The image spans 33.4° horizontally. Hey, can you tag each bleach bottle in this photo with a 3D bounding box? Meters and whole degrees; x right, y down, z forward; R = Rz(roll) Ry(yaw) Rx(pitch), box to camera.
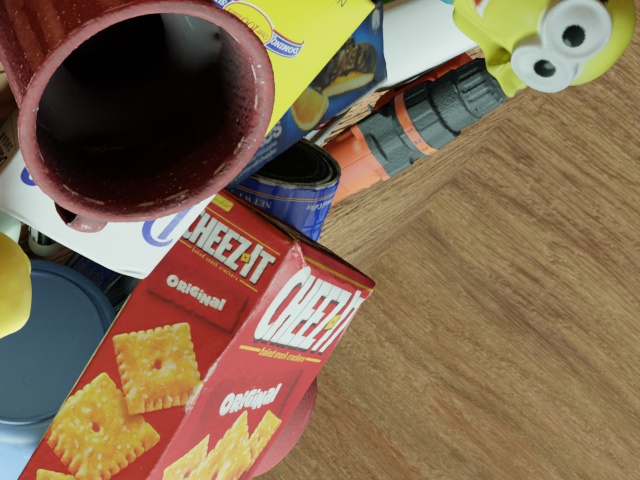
[{"bbox_3d":[0.132,-0.179,0.754,0.251,0.068,0.102,-17,-167,45],"label":"bleach bottle"}]

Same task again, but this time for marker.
[{"bbox_3d":[-0.147,-0.024,0.576,0.020,0.020,0.121,-42,172,-28],"label":"marker"}]

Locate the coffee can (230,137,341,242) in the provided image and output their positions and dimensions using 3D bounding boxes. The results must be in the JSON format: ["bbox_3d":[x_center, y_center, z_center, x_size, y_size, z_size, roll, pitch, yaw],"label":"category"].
[{"bbox_3d":[-0.055,0.001,0.728,0.102,0.103,0.140,-33,146,-61],"label":"coffee can"}]

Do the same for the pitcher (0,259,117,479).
[{"bbox_3d":[-0.168,0.102,0.696,0.149,0.145,0.243,-49,171,-22],"label":"pitcher"}]

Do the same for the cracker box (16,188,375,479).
[{"bbox_3d":[-0.066,0.087,0.596,0.214,0.072,0.164,-57,161,1],"label":"cracker box"}]

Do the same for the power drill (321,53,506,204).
[{"bbox_3d":[0.084,-0.105,0.872,0.185,0.057,0.187,-27,-174,26],"label":"power drill"}]

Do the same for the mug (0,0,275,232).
[{"bbox_3d":[-0.079,-0.058,0.404,0.093,0.081,0.117,2,128,-33],"label":"mug"}]

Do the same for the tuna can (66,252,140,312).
[{"bbox_3d":[-0.148,0.021,0.763,0.086,0.034,0.086,-45,173,-8],"label":"tuna can"}]

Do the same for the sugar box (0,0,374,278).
[{"bbox_3d":[-0.068,-0.070,0.486,0.176,0.093,0.048,-50,-146,14],"label":"sugar box"}]
